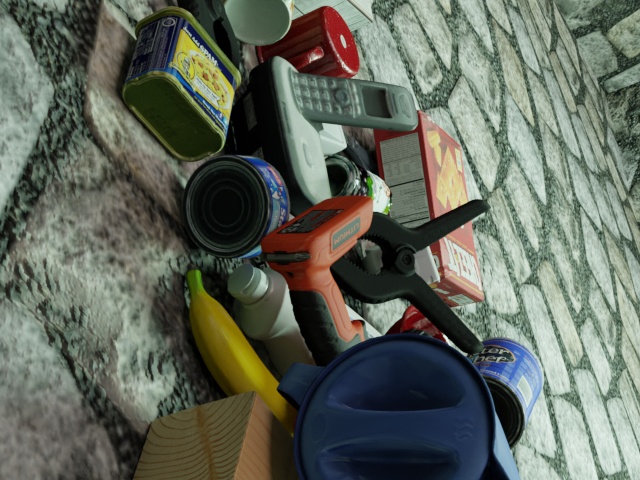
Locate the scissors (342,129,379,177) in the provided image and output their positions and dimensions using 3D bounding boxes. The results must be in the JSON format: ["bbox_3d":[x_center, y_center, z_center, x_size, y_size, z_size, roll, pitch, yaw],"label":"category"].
[{"bbox_3d":[0.042,-0.092,1.256,0.201,0.016,0.096,35,41,-53],"label":"scissors"}]

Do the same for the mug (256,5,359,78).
[{"bbox_3d":[-0.014,-0.197,1.135,0.093,0.082,0.117,66,24,-8],"label":"mug"}]

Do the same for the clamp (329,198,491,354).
[{"bbox_3d":[0.084,0.032,1.084,0.209,0.036,0.164,3,77,-21],"label":"clamp"}]

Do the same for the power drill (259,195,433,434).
[{"bbox_3d":[0.028,0.062,0.883,0.184,0.057,0.187,-34,113,-49],"label":"power drill"}]

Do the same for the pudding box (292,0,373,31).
[{"bbox_3d":[-0.004,-0.265,1.203,0.113,0.090,0.039,23,51,-59],"label":"pudding box"}]

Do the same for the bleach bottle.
[{"bbox_3d":[0.004,0.106,0.948,0.250,0.068,0.102,43,57,-37],"label":"bleach bottle"}]

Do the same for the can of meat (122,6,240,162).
[{"bbox_3d":[-0.116,-0.128,0.892,0.102,0.058,0.084,48,33,-38],"label":"can of meat"}]

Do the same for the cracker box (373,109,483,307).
[{"bbox_3d":[0.136,-0.035,1.312,0.164,0.072,0.214,26,53,-62],"label":"cracker box"}]

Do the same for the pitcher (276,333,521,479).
[{"bbox_3d":[0.073,0.170,0.768,0.242,0.145,0.149,57,17,-54],"label":"pitcher"}]

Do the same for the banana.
[{"bbox_3d":[-0.051,0.111,0.861,0.197,0.037,0.069,57,28,-27],"label":"banana"}]

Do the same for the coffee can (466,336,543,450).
[{"bbox_3d":[0.205,0.185,1.275,0.103,0.103,0.140,67,24,-5],"label":"coffee can"}]

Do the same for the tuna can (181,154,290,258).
[{"bbox_3d":[-0.070,-0.027,0.871,0.033,0.086,0.086,-2,73,-64],"label":"tuna can"}]

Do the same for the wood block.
[{"bbox_3d":[-0.035,0.213,0.746,0.206,0.090,0.090,56,28,-29],"label":"wood block"}]

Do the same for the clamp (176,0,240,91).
[{"bbox_3d":[-0.108,-0.219,1.007,0.120,0.039,0.171,-26,101,-62],"label":"clamp"}]
